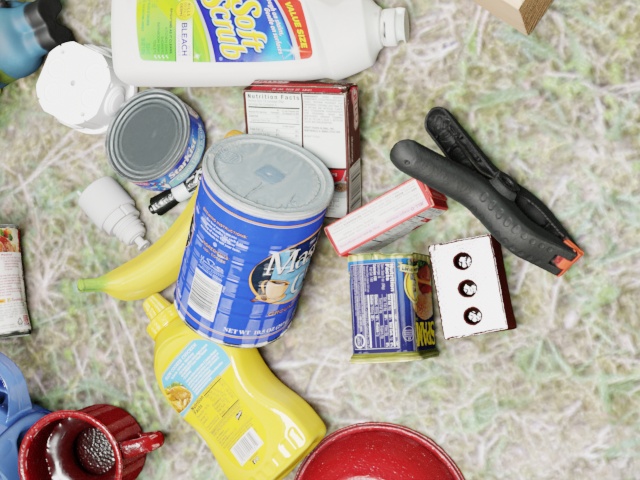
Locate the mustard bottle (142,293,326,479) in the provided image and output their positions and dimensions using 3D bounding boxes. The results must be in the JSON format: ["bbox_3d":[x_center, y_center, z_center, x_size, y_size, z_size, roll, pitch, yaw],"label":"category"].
[{"bbox_3d":[-0.087,0.121,0.910,0.192,0.058,0.096,48,121,13],"label":"mustard bottle"}]

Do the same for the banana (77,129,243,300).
[{"bbox_3d":[-0.119,-0.010,0.921,0.198,0.069,0.037,-45,58,8],"label":"banana"}]

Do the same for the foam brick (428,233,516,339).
[{"bbox_3d":[0.122,0.038,0.853,0.053,0.051,0.078,-12,85,17],"label":"foam brick"}]

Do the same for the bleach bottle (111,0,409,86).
[{"bbox_3d":[-0.051,-0.184,0.908,0.251,0.068,0.102,0,89,15],"label":"bleach bottle"}]

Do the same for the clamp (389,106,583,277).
[{"bbox_3d":[0.126,-0.035,0.824,0.171,0.120,0.039,43,125,11],"label":"clamp"}]

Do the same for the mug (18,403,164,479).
[{"bbox_3d":[-0.191,0.184,0.927,0.117,0.081,0.093,-18,87,10],"label":"mug"}]

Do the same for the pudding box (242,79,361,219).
[{"bbox_3d":[-0.014,-0.075,0.886,0.090,0.039,0.113,5,112,18],"label":"pudding box"}]

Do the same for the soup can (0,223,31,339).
[{"bbox_3d":[-0.304,0.041,0.975,0.069,0.068,0.102,-10,86,16],"label":"soup can"}]

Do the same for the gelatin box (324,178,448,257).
[{"bbox_3d":[0.055,-0.019,0.864,0.089,0.073,0.030,-30,81,14],"label":"gelatin box"}]

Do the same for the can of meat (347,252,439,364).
[{"bbox_3d":[0.057,0.053,0.848,0.057,0.102,0.084,-5,85,17],"label":"can of meat"}]

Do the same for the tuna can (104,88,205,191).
[{"bbox_3d":[-0.144,-0.087,0.937,0.086,0.033,0.086,-7,73,22],"label":"tuna can"}]

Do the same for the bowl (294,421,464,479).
[{"bbox_3d":[0.043,0.232,0.871,0.162,0.055,0.162,0,89,17],"label":"bowl"}]

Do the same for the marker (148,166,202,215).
[{"bbox_3d":[-0.101,-0.056,0.941,0.121,0.020,0.020,-30,80,14],"label":"marker"}]

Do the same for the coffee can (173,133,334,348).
[{"bbox_3d":[-0.056,0.001,0.852,0.103,0.102,0.140,30,128,15],"label":"coffee can"}]
